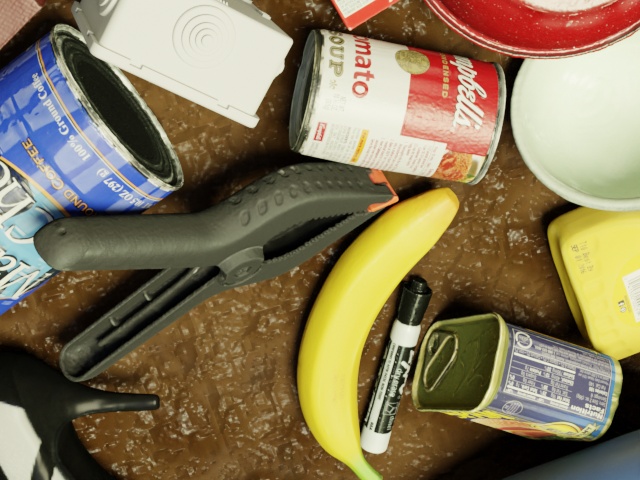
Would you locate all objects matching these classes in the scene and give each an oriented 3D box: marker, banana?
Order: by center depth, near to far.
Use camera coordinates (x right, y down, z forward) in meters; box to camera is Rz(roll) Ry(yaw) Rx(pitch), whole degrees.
[{"bbox_3d":[0.026,0.053,0.641,0.069,0.037,0.198,13,111,0],"label":"banana"},{"bbox_3d":[0.047,0.078,0.667,0.020,0.020,0.121,10,112,-10],"label":"marker"}]

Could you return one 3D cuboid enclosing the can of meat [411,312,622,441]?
[{"bbox_3d":[0.115,0.084,0.633,0.083,0.102,0.057,18,76,-17],"label":"can of meat"}]

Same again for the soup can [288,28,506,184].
[{"bbox_3d":[0.039,-0.072,0.573,0.102,0.068,0.068,9,112,-10],"label":"soup can"}]

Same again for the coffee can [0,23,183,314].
[{"bbox_3d":[-0.157,-0.029,0.552,0.140,0.103,0.102,-35,113,9],"label":"coffee can"}]

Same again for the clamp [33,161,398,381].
[{"bbox_3d":[-0.054,0.001,0.568,0.209,0.036,0.164,-25,160,-12],"label":"clamp"}]
